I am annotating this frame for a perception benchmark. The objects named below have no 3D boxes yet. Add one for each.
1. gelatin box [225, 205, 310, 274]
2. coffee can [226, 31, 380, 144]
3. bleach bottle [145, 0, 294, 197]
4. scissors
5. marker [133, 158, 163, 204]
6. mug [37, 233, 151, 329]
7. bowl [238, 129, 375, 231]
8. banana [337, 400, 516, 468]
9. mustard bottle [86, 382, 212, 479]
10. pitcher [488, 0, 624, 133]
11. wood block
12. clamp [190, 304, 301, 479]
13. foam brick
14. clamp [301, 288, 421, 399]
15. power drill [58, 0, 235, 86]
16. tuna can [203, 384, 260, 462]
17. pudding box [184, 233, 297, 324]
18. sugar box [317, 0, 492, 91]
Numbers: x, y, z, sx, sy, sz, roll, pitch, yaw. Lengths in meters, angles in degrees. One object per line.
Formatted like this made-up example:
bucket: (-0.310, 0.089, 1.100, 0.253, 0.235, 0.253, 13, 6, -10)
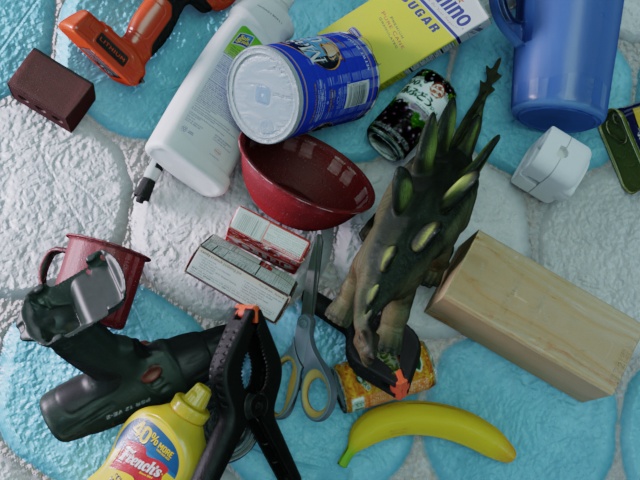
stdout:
gelatin box: (-0.057, 0.001, 1.156, 0.089, 0.073, 0.030, 27, 77, -2)
coffee can: (-0.017, -0.167, 1.151, 0.140, 0.103, 0.103, -22, 80, -47)
bleach bottle: (-0.092, -0.178, 1.194, 0.102, 0.068, 0.250, 37, 69, -23)
scissors: (-0.003, 0.102, 1.126, 0.096, 0.016, 0.202, 25, 97, 33)
marker: (-0.177, -0.096, 1.189, 0.020, 0.020, 0.121, 24, 76, -2)
mug: (-0.244, 0.042, 1.120, 0.117, 0.093, 0.081, 13, 80, 15)
bowl: (-0.024, -0.059, 1.153, 0.162, 0.162, 0.055, 28, 118, -1)
banana: (0.115, 0.207, 1.155, 0.197, 0.037, 0.069, 0, 101, -5)
mustard bottle: (-0.169, 0.225, 1.068, 0.096, 0.058, 0.191, 37, 94, 29)
pitcher: (0.275, -0.255, 1.229, 0.149, 0.144, 0.243, 4, 79, 23)
wood block: (0.231, 0.085, 1.166, 0.206, 0.091, 0.090, 30, 75, 0)
clamp: (-0.081, 0.171, 1.066, 0.164, 0.036, 0.210, -8, 96, -53)
foam brick: (-0.294, -0.164, 1.172, 0.078, 0.053, 0.051, 31, 75, 1)
clamp: (0.066, 0.092, 1.139, 0.120, 0.039, 0.172, -25, 51, -12)
power drill: (-0.198, -0.279, 1.172, 0.187, 0.057, 0.184, -51, 121, -10)
tuna can: (-0.106, 0.193, 1.128, 0.086, 0.034, 0.086, 2, 78, -7)
pudding box: (-0.083, 0.039, 1.133, 0.113, 0.090, 0.039, 28, 100, 0)
sugar box: (0.095, -0.240, 1.209, 0.176, 0.048, 0.093, -31, 84, 14)
